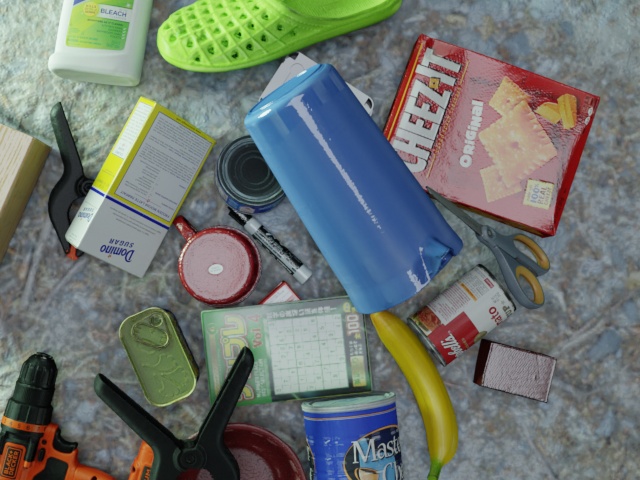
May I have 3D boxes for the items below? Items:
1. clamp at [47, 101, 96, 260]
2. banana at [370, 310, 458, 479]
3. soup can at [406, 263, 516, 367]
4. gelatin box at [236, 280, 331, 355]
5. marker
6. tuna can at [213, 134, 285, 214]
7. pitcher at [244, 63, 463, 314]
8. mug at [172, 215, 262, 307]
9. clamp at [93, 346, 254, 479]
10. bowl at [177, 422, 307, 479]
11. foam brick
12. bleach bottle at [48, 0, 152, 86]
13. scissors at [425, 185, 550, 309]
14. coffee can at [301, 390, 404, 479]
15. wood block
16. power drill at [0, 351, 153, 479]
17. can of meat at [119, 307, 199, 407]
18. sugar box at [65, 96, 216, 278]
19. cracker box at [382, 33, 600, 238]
[{"bbox_3d":[-0.263,-0.067,1.180,0.120,0.039,0.171,23,87,-4],"label":"clamp"},{"bbox_3d":[0.111,0.162,1.173,0.037,0.069,0.198,-23,85,27],"label":"banana"},{"bbox_3d":[0.155,0.082,1.173,0.102,0.068,0.068,-38,90,-2],"label":"soup can"},{"bbox_3d":[-0.038,0.101,1.187,0.073,0.030,0.089,-42,90,-1],"label":"gelatin box"},{"bbox_3d":[-0.058,0.001,1.195,0.121,0.020,0.020,44,88,0],"label":"marker"},{"bbox_3d":[-0.074,-0.074,1.179,0.086,0.034,0.086,2,76,-10],"label":"tuna can"},{"bbox_3d":[0.024,-0.054,1.103,0.149,0.145,0.243,-30,104,18],"label":"pitcher"},{"bbox_3d":[-0.118,0.019,1.161,0.093,0.081,0.117,-38,90,-2],"label":"mug"},{"bbox_3d":[-0.127,0.213,1.106,0.164,0.036,0.210,-17,100,-3],"label":"clamp"},{"bbox_3d":[-0.094,0.276,1.168,0.162,0.055,0.162,0,89,-3],"label":"bowl"},{"bbox_3d":[0.214,0.144,1.181,0.078,0.053,0.051,15,88,-1],"label":"foam brick"},{"bbox_3d":[-0.233,-0.302,1.178,0.102,0.068,0.251,6,86,-2],"label":"bleach bottle"},{"bbox_3d":[0.183,0.013,1.135,0.201,0.016,0.096,21,54,-39],"label":"scissors"},{"bbox_3d":[0.038,0.239,1.149,0.103,0.103,0.140,-6,89,-2],"label":"coffee can"},{"bbox_3d":[-0.381,-0.029,1.153,0.091,0.090,0.206,23,88,-1],"label":"wood block"},{"bbox_3d":[-0.260,0.229,1.167,0.187,0.057,0.184,14,89,1],"label":"power drill"},{"bbox_3d":[-0.171,0.123,1.156,0.057,0.084,0.102,-24,89,-2],"label":"can of meat"},{"bbox_3d":[-0.195,-0.057,1.160,0.093,0.048,0.176,31,89,-40],"label":"sugar box"},{"bbox_3d":[0.180,-0.114,1.177,0.213,0.072,0.164,20,88,0],"label":"cracker box"}]
